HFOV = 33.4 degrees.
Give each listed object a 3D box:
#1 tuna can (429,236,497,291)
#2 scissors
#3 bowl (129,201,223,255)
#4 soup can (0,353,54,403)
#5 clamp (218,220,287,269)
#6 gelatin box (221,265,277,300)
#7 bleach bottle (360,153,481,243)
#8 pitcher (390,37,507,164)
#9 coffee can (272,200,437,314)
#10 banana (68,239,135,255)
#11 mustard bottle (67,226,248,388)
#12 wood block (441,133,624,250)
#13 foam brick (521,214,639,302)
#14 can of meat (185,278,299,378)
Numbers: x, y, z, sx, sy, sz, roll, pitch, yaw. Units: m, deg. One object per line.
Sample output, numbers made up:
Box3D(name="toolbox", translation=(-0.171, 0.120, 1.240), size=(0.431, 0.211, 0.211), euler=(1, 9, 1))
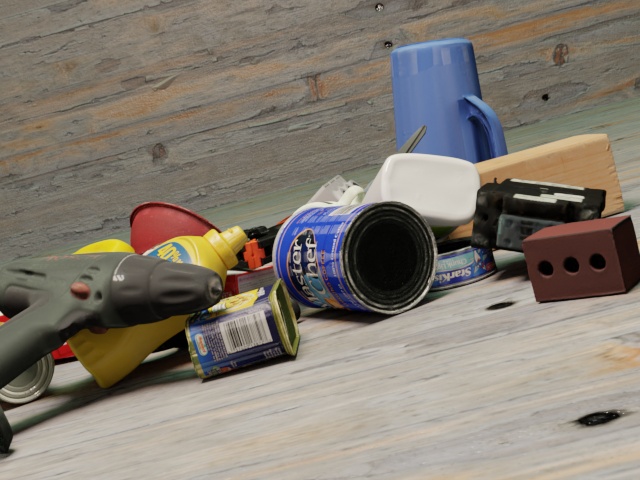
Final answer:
Box3D(name="tuna can", translation=(0.128, 0.022, 1.046), size=(0.086, 0.034, 0.086), euler=(-15, 7, 2))
Box3D(name="scissors", translation=(0.072, -0.045, 1.292), size=(0.202, 0.096, 0.016), euler=(-38, -26, 8))
Box3D(name="bowl", translation=(-0.185, 0.024, 1.374), size=(0.162, 0.162, 0.055), euler=(-9, 43, 42))
Box3D(name="soup can", translation=(-0.303, 0.120, 1.035), size=(0.068, 0.068, 0.102), euler=(-18, 8, -28))
Box3D(name="clamp", translation=(-0.057, 0.001, 1.124), size=(0.120, 0.039, 0.171), euler=(-18, 11, -7))
Box3D(name="gelatin box", translation=(-0.095, 0.046, 1.079), size=(0.073, 0.030, 0.089), euler=(-4, 5, 25))
Box3D(name="bleach bottle", translation=(0.088, -0.017, 1.134), size=(0.102, 0.068, 0.251), euler=(7, -17, -5))
Box3D(name="pitcher", translation=(0.165, -0.136, 1.385), size=(0.149, 0.243, 0.145), euler=(-7, 6, 10))
Box3D(name="coffee can", translation=(0.030, 0.016, 1.012), size=(0.102, 0.103, 0.141), euler=(-18, 8, -27))
Box3D(name="banana", translation=(-0.251, 0.025, 1.255), size=(0.069, 0.037, 0.198), euler=(-30, 13, -24))
Box3D(name="mustard bottle", translation=(-0.149, 0.050, 1.001), size=(0.191, 0.058, 0.096), euler=(-37, 39, -9))
Box3D(name="wood block", translation=(0.220, -0.050, 1.196), size=(0.206, 0.091, 0.090), euler=(-16, 7, -11))
Box3D(name="foam brick", translation=(0.209, 0.014, 0.850), size=(0.078, 0.053, 0.051), euler=(-10, 8, 37))
Box3D(name="can of meat", translation=(-0.067, 0.077, 0.925), size=(0.084, 0.057, 0.102), euler=(-17, 6, 3))
